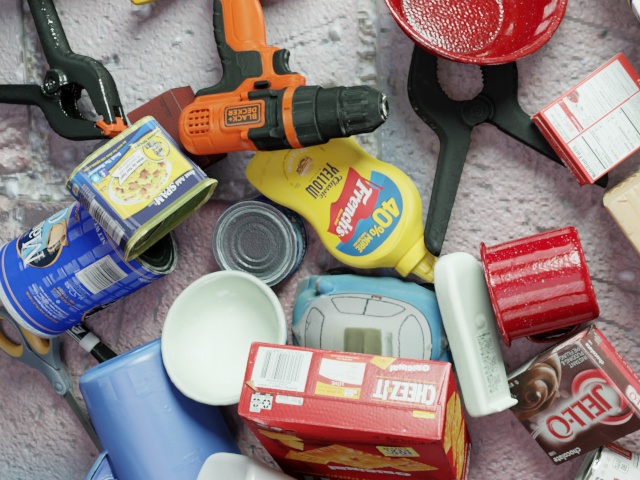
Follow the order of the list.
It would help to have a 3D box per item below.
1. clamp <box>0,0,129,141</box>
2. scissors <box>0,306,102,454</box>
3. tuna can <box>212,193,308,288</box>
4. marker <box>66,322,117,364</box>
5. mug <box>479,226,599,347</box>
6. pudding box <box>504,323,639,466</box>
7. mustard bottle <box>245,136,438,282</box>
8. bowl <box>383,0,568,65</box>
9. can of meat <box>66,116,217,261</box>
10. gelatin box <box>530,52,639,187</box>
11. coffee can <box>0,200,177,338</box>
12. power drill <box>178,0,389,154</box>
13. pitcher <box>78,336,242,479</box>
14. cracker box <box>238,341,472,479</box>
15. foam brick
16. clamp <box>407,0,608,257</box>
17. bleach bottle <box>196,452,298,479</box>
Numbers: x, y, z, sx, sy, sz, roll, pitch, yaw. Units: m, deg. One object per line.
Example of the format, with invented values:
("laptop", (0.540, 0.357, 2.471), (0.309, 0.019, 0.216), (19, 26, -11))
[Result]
("clamp", (-0.250, -0.141, 1.004), (0.171, 0.039, 0.120), (49, 118, 21))
("scissors", (-0.281, 0.141, 1.089), (0.096, 0.016, 0.202), (-6, 109, 31))
("tuna can", (-0.056, 0.001, 0.990), (0.086, 0.033, 0.086), (3, 101, 15))
("marker", (-0.249, 0.085, 1.069), (0.121, 0.020, 0.020), (41, 108, 5))
("mug", (0.190, 0.044, 0.907), (0.081, 0.093, 0.117), (-15, 127, 13))
("pudding box", (0.217, 0.133, 0.913), (0.090, 0.039, 0.114), (51, 139, 2))
("mustard bottle", (0.032, -0.032, 0.946), (0.191, 0.058, 0.096), (42, 103, 4))
("bowl", (0.115, -0.203, 0.867), (0.162, 0.055, 0.162), (4, 71, -11))
("can of meat", (-0.155, -0.046, 0.922), (0.084, 0.102, 0.058), (47, 153, 5))
("gelatin box", (0.230, -0.098, 0.876), (0.089, 0.030, 0.073), (-36, 89, -5))
("coffee can", (-0.221, 0.017, 1.004), (0.140, 0.102, 0.103), (-29, 92, 19))
("power drill", (-0.033, -0.168, 0.905), (0.185, 0.057, 0.187), (-4, 77, 18))
("pitcher", (-0.143, 0.221, 1.004), (0.145, 0.149, 0.243), (-24, 90, 22))
("cracker box", (0.037, 0.164, 0.905), (0.164, 0.213, 0.072), (4, 62, 15))
("foam brick", (-0.131, -0.096, 0.983), (0.053, 0.051, 0.078), (-26, 93, 18))
("clamp", (0.143, -0.107, 0.906), (0.164, 0.036, 0.210), (-16, 90, 2))
("bleach bottle", (0.013, 0.263, 0.958), (0.250, 0.103, 0.068), (28, 69, -27))
